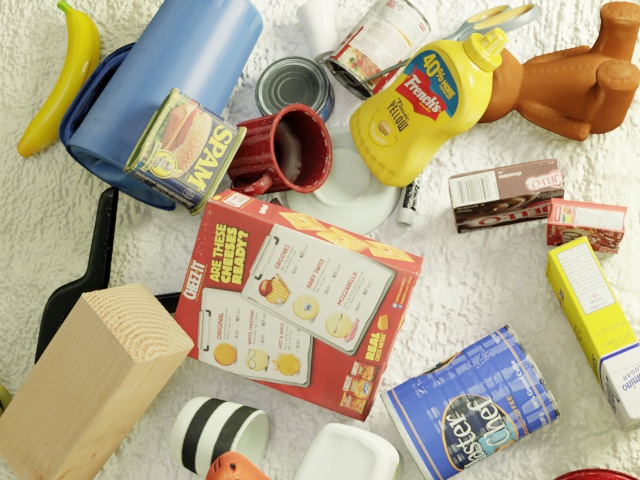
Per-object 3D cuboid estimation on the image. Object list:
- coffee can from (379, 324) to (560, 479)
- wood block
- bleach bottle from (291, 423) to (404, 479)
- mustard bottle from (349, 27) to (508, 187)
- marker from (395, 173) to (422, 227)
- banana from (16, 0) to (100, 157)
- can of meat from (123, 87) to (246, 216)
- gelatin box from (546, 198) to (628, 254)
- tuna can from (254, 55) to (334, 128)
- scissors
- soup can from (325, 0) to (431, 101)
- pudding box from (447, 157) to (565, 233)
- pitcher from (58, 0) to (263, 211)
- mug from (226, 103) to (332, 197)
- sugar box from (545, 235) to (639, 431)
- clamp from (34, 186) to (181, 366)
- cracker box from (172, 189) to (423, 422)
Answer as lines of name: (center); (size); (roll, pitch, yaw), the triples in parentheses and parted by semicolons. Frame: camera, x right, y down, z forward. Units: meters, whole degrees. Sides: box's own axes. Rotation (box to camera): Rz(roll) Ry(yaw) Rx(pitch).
coffee can: (0.142, 0.159, 1.020); (0.140, 0.102, 0.103); (-29, 71, 1)
wood block: (-0.228, 0.149, 1.053); (0.091, 0.090, 0.206); (46, 116, 18)
bleach bottle: (0.032, 0.221, 0.945); (0.068, 0.250, 0.102); (23, 81, 15)
mustard bottle: (0.116, -0.144, 1.077); (0.192, 0.058, 0.096); (-42, 61, 33)
marker: (0.100, -0.074, 1.138); (0.020, 0.020, 0.121); (10, 77, 13)
banana: (-0.296, -0.186, 1.237); (0.070, 0.037, 0.198); (4, 73, 30)
can of meat: (-0.136, -0.090, 1.066); (0.084, 0.058, 0.102); (31, 74, -17)
gelatin box: (0.261, -0.013, 1.054); (0.073, 0.089, 0.030); (8, 77, 13)
tuna can: (-0.029, -0.160, 1.179); (0.086, 0.033, 0.086); (-3, 74, 10)
scissors: (0.134, -0.213, 1.141); (0.202, 0.096, 0.016); (-19, 110, 7)
soup can: (0.063, -0.210, 1.158); (0.068, 0.068, 0.102); (38, 84, 18)
pudding box: (0.188, -0.044, 1.076); (0.113, 0.090, 0.039); (-8, 71, 9)
pitcher: (-0.170, -0.167, 1.163); (0.149, 0.145, 0.242); (31, 76, -16)
mug: (-0.053, -0.083, 1.118); (0.082, 0.093, 0.117); (-6, 40, 43)
sugar box: (0.271, 0.092, 1.021); (0.048, 0.093, 0.176); (-21, 71, 4)
clamp: (-0.221, 0.071, 1.136); (0.164, 0.036, 0.210); (38, 97, 2)
cracker box: (-0.025, 0.061, 1.054); (0.214, 0.072, 0.164); (20, 106, 7)
